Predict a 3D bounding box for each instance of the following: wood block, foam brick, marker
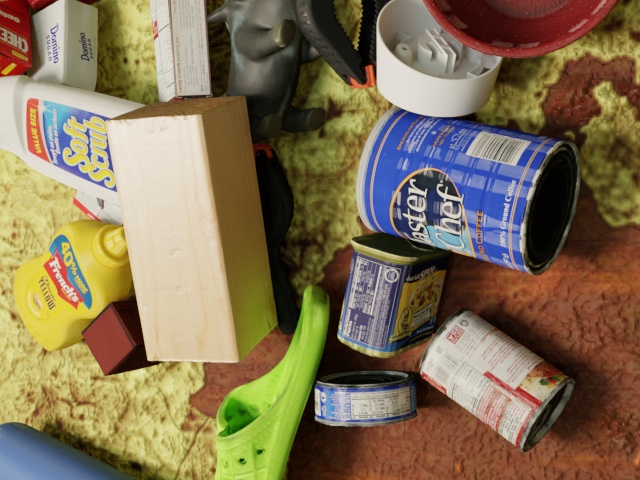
[{"bbox_3d":[-0.105,-0.011,0.898,0.090,0.090,0.206,-1,107,20],"label":"wood block"},{"bbox_3d":[-0.178,0.090,1.026,0.051,0.078,0.053,-44,69,28],"label":"foam brick"},{"bbox_3d":[0.091,-0.177,0.867,0.121,0.020,0.020,-47,70,27],"label":"marker"}]

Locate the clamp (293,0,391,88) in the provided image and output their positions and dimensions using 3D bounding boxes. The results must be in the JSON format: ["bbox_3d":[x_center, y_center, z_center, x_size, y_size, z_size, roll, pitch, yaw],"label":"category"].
[{"bbox_3d":[0.006,-0.225,0.856,0.036,0.164,0.210,12,111,61],"label":"clamp"}]

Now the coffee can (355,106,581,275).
[{"bbox_3d":[0.113,-0.040,0.815,0.140,0.102,0.103,16,103,30],"label":"coffee can"}]

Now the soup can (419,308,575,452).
[{"bbox_3d":[0.136,0.108,0.833,0.102,0.068,0.068,35,111,26],"label":"soup can"}]

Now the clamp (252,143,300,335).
[{"bbox_3d":[-0.056,0.001,0.966,0.120,0.039,0.171,21,108,18],"label":"clamp"}]

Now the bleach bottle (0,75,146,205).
[{"bbox_3d":[-0.219,-0.087,0.984,0.251,0.068,0.102,14,103,4],"label":"bleach bottle"}]

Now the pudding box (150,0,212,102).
[{"bbox_3d":[-0.126,-0.179,0.967,0.090,0.039,0.113,-176,80,-72],"label":"pudding box"}]

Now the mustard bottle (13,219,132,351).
[{"bbox_3d":[-0.232,0.034,1.042,0.192,0.058,0.096,-34,75,44],"label":"mustard bottle"}]

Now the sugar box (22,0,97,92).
[{"bbox_3d":[-0.291,-0.170,1.072,0.177,0.048,0.093,-12,73,39],"label":"sugar box"}]

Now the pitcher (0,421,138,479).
[{"bbox_3d":[-0.249,0.283,1.065,0.243,0.144,0.149,20,80,33],"label":"pitcher"}]

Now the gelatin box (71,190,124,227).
[{"bbox_3d":[-0.198,-0.054,1.054,0.073,0.030,0.089,38,110,25],"label":"gelatin box"}]

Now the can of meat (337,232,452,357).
[{"bbox_3d":[0.060,0.041,0.857,0.058,0.101,0.084,18,105,29],"label":"can of meat"}]

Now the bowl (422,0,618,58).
[{"bbox_3d":[0.152,-0.214,0.792,0.162,0.055,0.162,1,93,18],"label":"bowl"}]

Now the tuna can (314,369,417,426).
[{"bbox_3d":[0.037,0.130,0.887,0.086,0.086,0.034,-2,91,32],"label":"tuna can"}]
